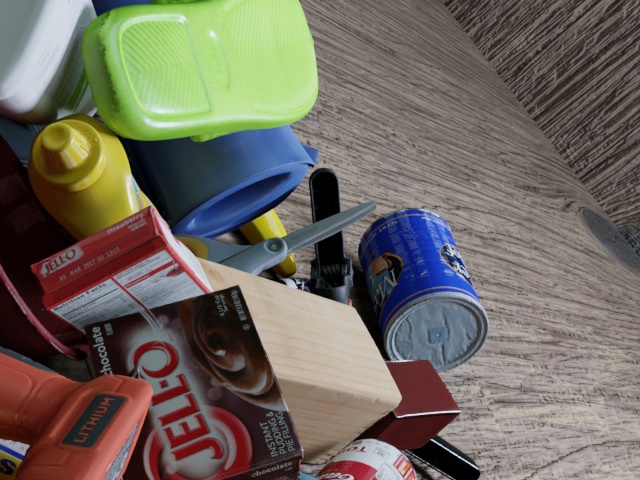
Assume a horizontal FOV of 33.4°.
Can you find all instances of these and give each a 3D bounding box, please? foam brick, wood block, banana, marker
[{"bbox_3d":[0.057,0.128,0.823,0.078,0.051,0.053,5,46,-43],"label":"foam brick"},{"bbox_3d":[-0.048,0.086,0.727,0.205,0.091,0.090,21,34,-51],"label":"wood block"},{"bbox_3d":[-0.093,-0.042,0.949,0.197,0.037,0.069,36,53,-22],"label":"banana"},{"bbox_3d":[-0.020,0.043,0.960,0.020,0.020,0.120,56,22,18],"label":"marker"}]

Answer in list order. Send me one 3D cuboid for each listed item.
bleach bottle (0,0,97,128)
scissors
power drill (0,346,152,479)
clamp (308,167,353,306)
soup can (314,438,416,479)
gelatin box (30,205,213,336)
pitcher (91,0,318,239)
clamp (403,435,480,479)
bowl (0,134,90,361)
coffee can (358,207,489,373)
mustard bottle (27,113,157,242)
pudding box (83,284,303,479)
[{"bbox_3d":[-0.177,-0.111,0.666,0.068,0.102,0.251,23,-7,0],"label":"bleach bottle"},{"bbox_3d":[-0.055,0.001,0.813,0.096,0.016,0.201,37,56,20],"label":"scissors"},{"bbox_3d":[-0.179,0.072,0.454,0.187,0.057,0.184,25,24,2],"label":"power drill"},{"bbox_3d":[0.009,0.017,0.911,0.171,0.039,0.120,87,5,-71],"label":"clamp"},{"bbox_3d":[0.023,0.182,0.729,0.068,0.069,0.102,51,20,6],"label":"soup can"},{"bbox_3d":[-0.108,0.022,0.593,0.030,0.073,0.089,63,1,24],"label":"gelatin box"},{"bbox_3d":[-0.123,-0.123,0.855,0.243,0.145,0.149,61,17,10],"label":"pitcher"},{"bbox_3d":[0.039,0.148,0.866,0.210,0.036,0.164,47,22,4],"label":"clamp"},{"bbox_3d":[-0.189,0.005,0.594,0.162,0.055,0.162,64,1,-2],"label":"bowl"},{"bbox_3d":[0.100,0.049,1.070,0.102,0.103,0.140,35,24,-32],"label":"coffee can"},{"bbox_3d":[-0.139,-0.026,0.670,0.191,0.058,0.096,83,-19,-71],"label":"mustard bottle"},{"bbox_3d":[-0.069,0.086,0.567,0.039,0.090,0.113,94,-23,-50],"label":"pudding box"}]
